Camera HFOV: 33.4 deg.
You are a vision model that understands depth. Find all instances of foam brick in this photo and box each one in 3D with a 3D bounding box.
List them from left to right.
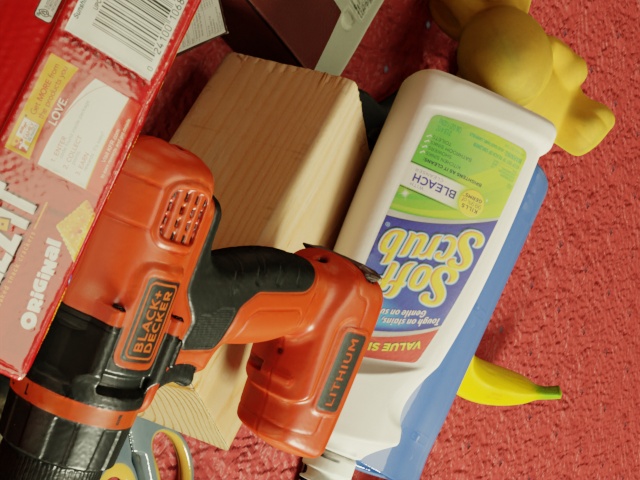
[{"bbox_3d":[-0.033,-0.148,0.669,0.078,0.051,0.053,46,63,-45],"label":"foam brick"}]

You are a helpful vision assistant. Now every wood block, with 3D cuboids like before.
[{"bbox_3d":[-0.054,0.000,0.620,0.206,0.091,0.090,-62,156,-27],"label":"wood block"}]

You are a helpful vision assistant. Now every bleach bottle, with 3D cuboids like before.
[{"bbox_3d":[0.053,0.030,0.643,0.102,0.068,0.251,23,81,-11],"label":"bleach bottle"}]

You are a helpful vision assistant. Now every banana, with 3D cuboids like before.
[{"bbox_3d":[0.138,0.112,0.923,0.197,0.070,0.037,27,46,-50],"label":"banana"}]

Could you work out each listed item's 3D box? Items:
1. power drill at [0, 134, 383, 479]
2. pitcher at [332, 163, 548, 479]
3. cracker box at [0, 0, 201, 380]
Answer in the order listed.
[{"bbox_3d":[-0.055,0.059,0.478,0.187,0.057,0.184,16,97,-57],"label":"power drill"},{"bbox_3d":[0.063,0.043,0.745,0.145,0.149,0.243,30,81,-3],"label":"pitcher"},{"bbox_3d":[-0.143,-0.039,0.437,0.072,0.214,0.164,29,76,-27],"label":"cracker box"}]
